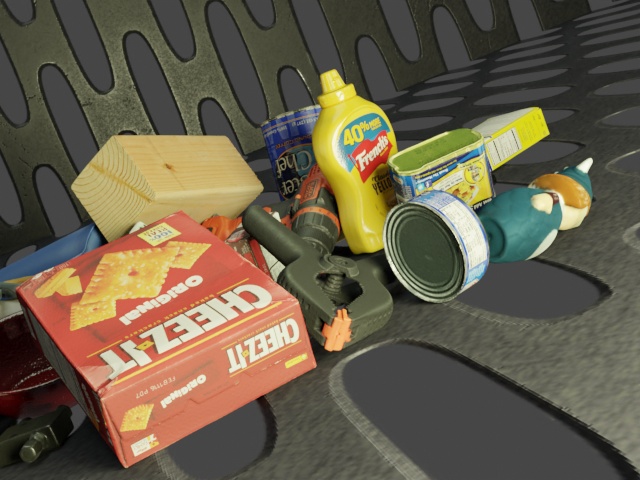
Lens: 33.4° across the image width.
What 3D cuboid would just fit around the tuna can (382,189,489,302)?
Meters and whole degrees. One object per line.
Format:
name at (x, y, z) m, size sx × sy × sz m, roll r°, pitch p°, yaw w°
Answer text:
tuna can at (0.091, 0.004, 0.845) m, size 0.033 × 0.086 × 0.086 m, roll -28°, pitch 11°, yaw -37°

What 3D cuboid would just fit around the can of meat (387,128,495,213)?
can of meat at (0.122, -0.054, 1.057) m, size 0.102 × 0.084 × 0.057 m, roll -24°, pitch 29°, yaw -14°

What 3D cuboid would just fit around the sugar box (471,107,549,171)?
sugar box at (0.203, -0.114, 1.357) m, size 0.175 × 0.048 × 0.094 m, roll -34°, pitch 16°, yaw -37°

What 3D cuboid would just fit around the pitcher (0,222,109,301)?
pitcher at (-0.300, 0.065, 1.277) m, size 0.243 × 0.149 × 0.145 m, roll -19°, pitch 33°, yaw 32°

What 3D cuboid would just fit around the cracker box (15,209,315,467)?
cracker box at (-0.130, 0.065, 0.845) m, size 0.164 × 0.072 × 0.214 m, roll -26°, pitch 31°, yaw -21°

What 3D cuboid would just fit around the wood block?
wood block at (-0.173, -0.062, 1.242) m, size 0.090 × 0.091 × 0.205 m, roll -45°, pitch -18°, yaw 26°

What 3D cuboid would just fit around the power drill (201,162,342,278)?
power drill at (-0.058, 0.001, 1.184) m, size 0.188 × 0.057 × 0.184 m, roll -21°, pitch 30°, yaw 27°

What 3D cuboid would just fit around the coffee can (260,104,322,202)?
coffee can at (-0.009, -0.090, 1.340) m, size 0.103 × 0.140 × 0.103 m, roll -15°, pitch -2°, yaw -1°

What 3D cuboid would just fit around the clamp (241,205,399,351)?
clamp at (0.020, 0.033, 0.878) m, size 0.164 × 0.036 × 0.210 m, roll 12°, pitch 21°, yaw -13°

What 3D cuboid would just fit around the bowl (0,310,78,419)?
bowl at (-0.261, 0.119, 1.000) m, size 0.162 × 0.055 × 0.162 m, roll -10°, pitch 25°, yaw 4°

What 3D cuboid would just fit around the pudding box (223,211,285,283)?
pudding box at (-0.052, 0.026, 1.018) m, size 0.039 × 0.090 × 0.113 m, roll -18°, pitch 10°, yaw 13°

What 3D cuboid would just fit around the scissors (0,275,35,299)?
scissors at (-0.379, 0.060, 1.186) m, size 0.202 × 0.016 × 0.096 m, roll -7°, pitch 12°, yaw 45°

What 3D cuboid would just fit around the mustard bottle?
mustard bottle at (0.042, -0.089, 1.134) m, size 0.096 × 0.191 × 0.058 m, roll -28°, pitch 12°, yaw -32°

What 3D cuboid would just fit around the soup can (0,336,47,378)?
soup can at (-0.333, 0.126, 1.067) m, size 0.102 × 0.068 × 0.069 m, roll -4°, pitch -1°, yaw -31°
